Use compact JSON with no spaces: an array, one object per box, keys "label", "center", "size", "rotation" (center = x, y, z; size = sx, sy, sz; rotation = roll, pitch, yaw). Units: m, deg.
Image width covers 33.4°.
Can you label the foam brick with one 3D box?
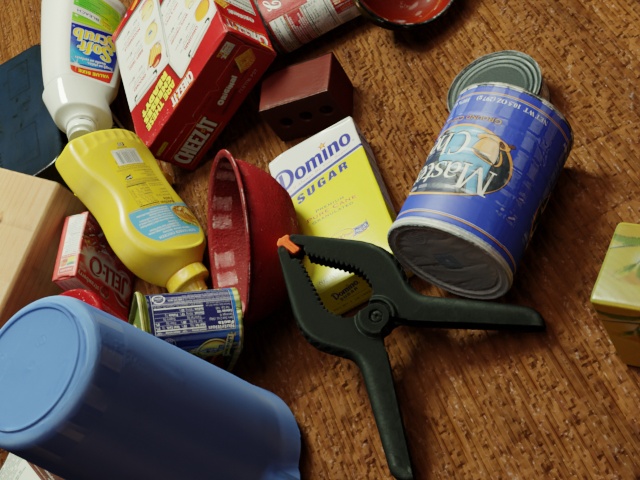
[{"label":"foam brick","center":[-0.013,-0.139,1.041],"size":[0.078,0.053,0.051],"rotation":[-14,51,23]}]

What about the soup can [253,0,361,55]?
[{"label":"soup can","center":[-0.009,-0.244,1.105],"size":[0.102,0.068,0.068],"rotation":[-25,48,13]}]

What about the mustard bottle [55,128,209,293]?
[{"label":"mustard bottle","center":[-0.162,-0.017,1.004],"size":[0.058,0.096,0.192],"rotation":[-46,72,31]}]

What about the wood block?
[{"label":"wood block","center":[-0.301,0.046,1.029],"size":[0.091,0.090,0.206],"rotation":[14,75,29]}]

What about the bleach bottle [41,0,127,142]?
[{"label":"bleach bottle","center":[-0.261,-0.190,1.188],"size":[0.068,0.102,0.251],"rotation":[-41,41,27]}]

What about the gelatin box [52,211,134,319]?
[{"label":"gelatin box","center":[-0.212,0.027,1.015],"size":[0.030,0.089,0.073],"rotation":[-13,52,22]}]

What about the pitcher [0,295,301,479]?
[{"label":"pitcher","center":[-0.138,0.132,0.788],"size":[0.149,0.242,0.145],"rotation":[-30,51,17]}]

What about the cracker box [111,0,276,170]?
[{"label":"cracker box","center":[-0.138,-0.204,1.116],"size":[0.164,0.072,0.214],"rotation":[-51,41,28]}]

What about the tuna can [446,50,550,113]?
[{"label":"tuna can","center":[0.157,-0.124,0.938],"size":[0.086,0.033,0.086],"rotation":[-16,51,21]}]

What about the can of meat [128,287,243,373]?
[{"label":"can of meat","center":[-0.113,0.080,0.888],"size":[0.083,0.102,0.057],"rotation":[-4,65,-17]}]

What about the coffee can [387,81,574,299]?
[{"label":"coffee can","center":[0.128,-0.039,0.844],"size":[0.103,0.102,0.140],"rotation":[11,62,36]}]

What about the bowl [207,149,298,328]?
[{"label":"bowl","center":[-0.056,0.001,0.925],"size":[0.055,0.162,0.162],"rotation":[-3,46,-17]}]

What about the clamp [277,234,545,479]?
[{"label":"clamp","center":[0.043,0.073,0.820],"size":[0.210,0.036,0.164],"rotation":[32,78,16]}]

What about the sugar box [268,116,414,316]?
[{"label":"sugar box","center":[0.016,-0.024,0.944],"size":[0.093,0.048,0.176],"rotation":[-29,48,10]}]
